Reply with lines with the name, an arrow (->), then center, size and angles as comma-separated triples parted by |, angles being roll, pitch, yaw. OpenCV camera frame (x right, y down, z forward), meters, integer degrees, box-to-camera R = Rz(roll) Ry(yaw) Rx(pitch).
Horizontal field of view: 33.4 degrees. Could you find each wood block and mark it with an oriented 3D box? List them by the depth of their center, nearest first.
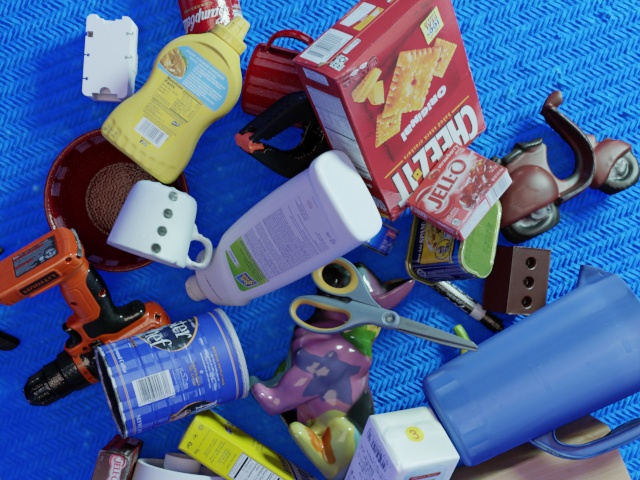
wood block -> 0.232, 0.279, 1.193 | 0.206, 0.090, 0.091 | -23, 91, -1

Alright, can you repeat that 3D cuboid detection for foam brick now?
foam brick -> 0.220, 0.045, 1.201 | 0.052, 0.051, 0.078 | 5, 91, -24

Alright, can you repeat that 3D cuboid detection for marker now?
marker -> 0.160, 0.067, 1.224 | 0.121, 0.020, 0.020 | 36, 90, -1

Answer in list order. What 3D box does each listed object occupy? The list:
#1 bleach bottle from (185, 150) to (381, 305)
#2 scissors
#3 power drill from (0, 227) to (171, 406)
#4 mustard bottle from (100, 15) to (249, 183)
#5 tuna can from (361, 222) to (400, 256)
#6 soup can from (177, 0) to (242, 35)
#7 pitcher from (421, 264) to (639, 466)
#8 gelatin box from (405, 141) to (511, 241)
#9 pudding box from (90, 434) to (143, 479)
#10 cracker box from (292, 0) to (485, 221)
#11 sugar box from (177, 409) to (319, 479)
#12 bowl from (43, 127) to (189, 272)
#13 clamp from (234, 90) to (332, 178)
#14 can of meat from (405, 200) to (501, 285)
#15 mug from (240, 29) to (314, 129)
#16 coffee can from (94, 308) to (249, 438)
bleach bottle -> -0.058, 0.001, 1.145 | 0.251, 0.068, 0.102 | -27, 93, 36
scissors -> 0.067, 0.065, 1.131 | 0.202, 0.016, 0.096 | 2, 71, 9
power drill -> -0.278, 0.086, 1.155 | 0.184, 0.057, 0.187 | -32, 133, -1
mustard bottle -> -0.141, -0.161, 1.142 | 0.096, 0.058, 0.191 | 38, 90, -2
tuna can -> 0.044, -0.015, 1.189 | 0.086, 0.086, 0.034 | 27, 92, -1
soup can -> -0.127, -0.275, 1.193 | 0.068, 0.068, 0.102 | -14, 90, -1
pitcher -> 0.241, 0.151, 1.138 | 0.243, 0.149, 0.145 | -27, 125, -1
gelatin box -> 0.145, -0.052, 1.127 | 0.073, 0.030, 0.089 | 33, 78, 36
pudding box -> -0.234, 0.280, 1.187 | 0.039, 0.090, 0.113 | 18, 91, 1
cracker box -> 0.081, -0.150, 1.112 | 0.164, 0.213, 0.072 | -44, 47, -17
sugar box -> -0.072, 0.252, 1.187 | 0.176, 0.093, 0.048 | 31, 90, -2
bowl -> -0.225, -0.045, 1.200 | 0.162, 0.055, 0.162 | 0, 91, -1
clamp -> 0.005, -0.125, 1.135 | 0.209, 0.036, 0.165 | -5, 115, -40
can of meat -> 0.147, -0.005, 1.175 | 0.057, 0.084, 0.102 | 22, 72, -35
mug -> -0.038, -0.180, 1.177 | 0.081, 0.093, 0.117 | 15, 134, 4
coffee can -> -0.160, 0.142, 1.149 | 0.140, 0.103, 0.103 | -17, 91, -18
